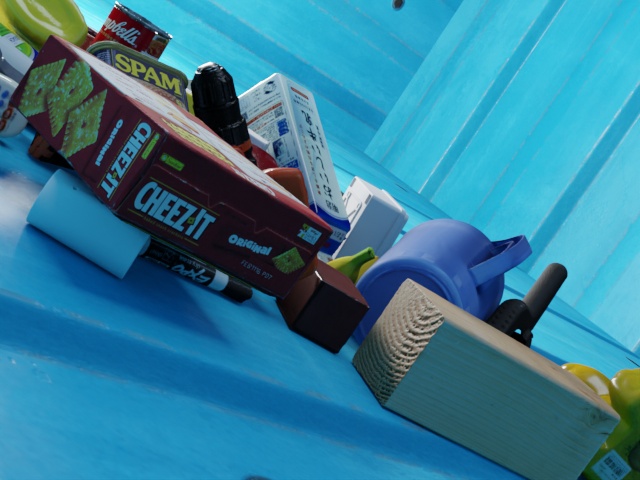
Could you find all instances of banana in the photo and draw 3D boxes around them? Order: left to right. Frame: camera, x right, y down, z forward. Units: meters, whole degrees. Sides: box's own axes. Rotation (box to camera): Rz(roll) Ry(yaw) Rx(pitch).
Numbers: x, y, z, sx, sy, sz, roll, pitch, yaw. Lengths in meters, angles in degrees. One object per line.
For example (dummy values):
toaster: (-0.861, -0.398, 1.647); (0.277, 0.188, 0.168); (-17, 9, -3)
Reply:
banana: (0.030, 0.036, 1.128); (0.198, 0.069, 0.037); (21, 51, -86)

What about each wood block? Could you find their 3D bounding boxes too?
wood block: (0.143, 0.128, 0.925); (0.205, 0.091, 0.090); (29, 9, -24)

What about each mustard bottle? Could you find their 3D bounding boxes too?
mustard bottle: (-0.301, -0.210, 1.125); (0.096, 0.058, 0.192); (40, -21, -8)

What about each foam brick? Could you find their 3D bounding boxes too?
foam brick: (0.000, 0.054, 0.941); (0.051, 0.053, 0.078); (30, 10, -20)

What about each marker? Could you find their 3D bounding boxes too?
marker: (-0.103, 0.021, 0.851); (0.121, 0.020, 0.020); (28, 10, -33)

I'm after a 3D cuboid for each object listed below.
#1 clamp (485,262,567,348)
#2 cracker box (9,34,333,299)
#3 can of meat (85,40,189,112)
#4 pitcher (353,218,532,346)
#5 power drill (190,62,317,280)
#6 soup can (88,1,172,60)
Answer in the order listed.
clamp: (0.211, 0.096, 1.142); (0.036, 0.164, 0.209); (19, 3, 27)
cracker box: (-0.114, -0.056, 0.780); (0.164, 0.072, 0.214); (29, 8, -42)
can of meat: (-0.160, -0.113, 0.926); (0.101, 0.058, 0.084); (20, 45, -39)
pitcher: (0.117, 0.050, 1.074); (0.145, 0.149, 0.242); (22, 12, 12)
power drill: (-0.064, -0.053, 0.943); (0.057, 0.184, 0.188); (-17, 26, -13)
soup can: (-0.209, -0.186, 1.108); (0.068, 0.102, 0.068); (33, 9, -6)
